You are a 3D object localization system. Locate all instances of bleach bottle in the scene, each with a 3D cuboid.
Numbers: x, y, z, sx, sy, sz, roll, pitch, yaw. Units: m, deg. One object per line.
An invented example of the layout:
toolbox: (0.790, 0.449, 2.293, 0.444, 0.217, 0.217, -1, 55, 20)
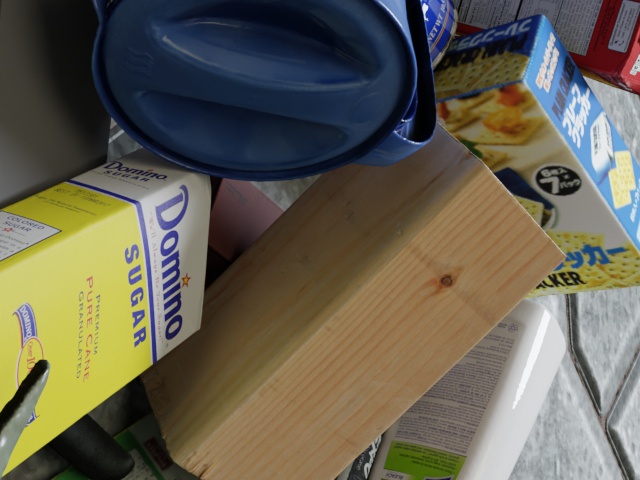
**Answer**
bleach bottle: (0.077, 0.148, 0.717, 0.250, 0.103, 0.068, -57, 131, -32)

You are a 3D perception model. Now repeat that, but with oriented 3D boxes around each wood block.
wood block: (0.012, 0.038, 0.563, 0.206, 0.090, 0.090, -44, 127, 6)

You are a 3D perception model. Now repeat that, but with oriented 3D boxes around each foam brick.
foam brick: (-0.054, 0.001, 0.612, 0.078, 0.051, 0.053, 42, 52, -37)

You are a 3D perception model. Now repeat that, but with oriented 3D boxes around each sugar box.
sugar box: (-0.109, 0.028, 0.453, 0.176, 0.048, 0.093, -35, 137, -55)

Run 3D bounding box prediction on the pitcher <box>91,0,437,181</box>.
pitcher: (-0.018, -0.153, 0.507, 0.149, 0.145, 0.243, 85, 6, -55)
